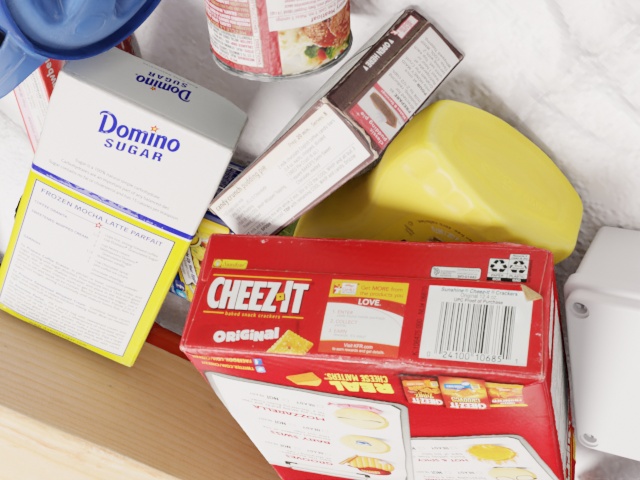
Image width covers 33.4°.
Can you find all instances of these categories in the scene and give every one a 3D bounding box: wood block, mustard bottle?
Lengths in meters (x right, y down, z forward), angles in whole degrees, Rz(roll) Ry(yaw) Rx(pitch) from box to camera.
[{"bbox_3d":[-0.128,0.119,0.649,0.206,0.090,0.090,26,128,-15],"label":"wood block"},{"bbox_3d":[0.039,0.005,0.563,0.096,0.058,0.192,33,144,-16],"label":"mustard bottle"}]

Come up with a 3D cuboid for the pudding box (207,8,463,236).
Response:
[{"bbox_3d":[0.006,-0.051,0.512,0.039,0.089,0.114,44,140,-6],"label":"pudding box"}]

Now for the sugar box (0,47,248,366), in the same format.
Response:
[{"bbox_3d":[-0.112,-0.015,0.574,0.093,0.048,0.176,25,127,-7],"label":"sugar box"}]

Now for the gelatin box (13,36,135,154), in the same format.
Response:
[{"bbox_3d":[-0.134,-0.089,0.595,0.030,0.073,0.089,16,136,26],"label":"gelatin box"}]

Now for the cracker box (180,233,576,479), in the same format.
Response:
[{"bbox_3d":[0.043,0.078,0.551,0.164,0.072,0.213,2,150,18],"label":"cracker box"}]

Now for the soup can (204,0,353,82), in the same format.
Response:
[{"bbox_3d":[-0.022,-0.131,0.473,0.069,0.068,0.102,17,136,24],"label":"soup can"}]
